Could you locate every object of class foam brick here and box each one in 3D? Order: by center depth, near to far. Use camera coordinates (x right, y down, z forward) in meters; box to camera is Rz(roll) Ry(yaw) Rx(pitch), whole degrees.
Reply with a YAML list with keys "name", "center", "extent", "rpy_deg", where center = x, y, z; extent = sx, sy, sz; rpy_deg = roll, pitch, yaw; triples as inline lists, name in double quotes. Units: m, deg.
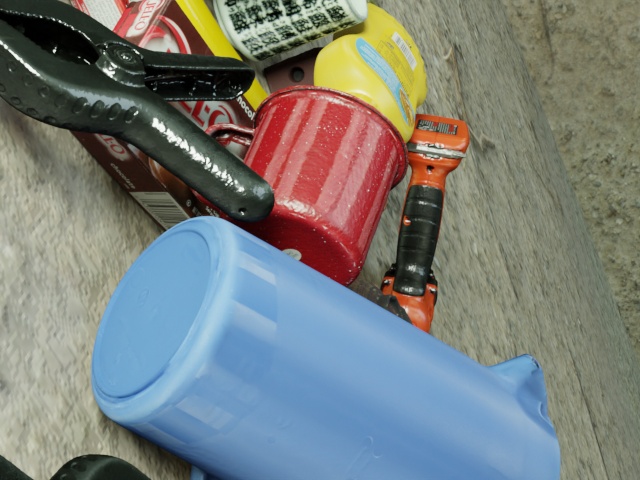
- name: "foam brick"
  center: [-0.005, -0.117, 0.891]
  extent: [0.051, 0.053, 0.078]
  rpy_deg: [-19, 91, -70]

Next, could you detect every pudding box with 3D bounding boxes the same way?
- name: "pudding box"
  center: [-0.086, -0.068, 0.610]
  extent: [0.113, 0.039, 0.090]
  rpy_deg: [55, 49, -43]

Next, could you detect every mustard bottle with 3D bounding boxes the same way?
- name: "mustard bottle"
  center: [0.037, -0.118, 0.835]
  extent: [0.096, 0.058, 0.191]
  rpy_deg: [55, 24, -17]

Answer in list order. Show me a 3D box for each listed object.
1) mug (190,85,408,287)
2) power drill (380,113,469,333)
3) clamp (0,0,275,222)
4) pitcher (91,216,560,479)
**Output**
- name: "mug"
  center: [-0.017, -0.028, 0.587]
  extent: [0.093, 0.117, 0.081]
  rpy_deg: [112, -1, -56]
- name: "power drill"
  center: [0.090, -0.014, 0.947]
  extent: [0.184, 0.057, 0.188]
  rpy_deg: [-68, 165, -74]
- name: "clamp"
  center: [-0.094, -0.067, 0.510]
  extent: [0.171, 0.039, 0.120]
  rpy_deg: [12, 34, -32]
- name: "pitcher"
  center: [-0.001, 0.097, 0.562]
  extent: [0.242, 0.145, 0.149]
  rpy_deg: [34, 54, -33]
